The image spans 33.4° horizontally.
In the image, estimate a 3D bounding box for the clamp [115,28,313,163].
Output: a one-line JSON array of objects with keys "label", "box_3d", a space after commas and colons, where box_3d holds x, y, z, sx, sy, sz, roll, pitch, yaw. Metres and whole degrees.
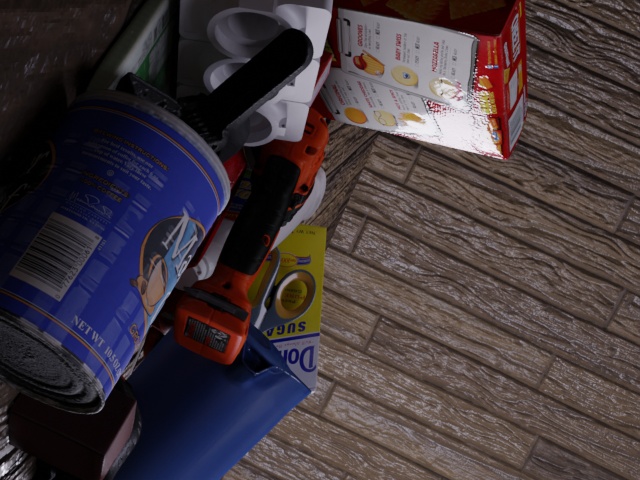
[{"label": "clamp", "box_3d": [-0.084, -0.072, 0.663, 0.120, 0.039, 0.172, -11, 161, -28]}]

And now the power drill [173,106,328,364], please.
[{"label": "power drill", "box_3d": [-0.056, 0.001, 0.854, 0.184, 0.057, 0.187, 111, 1, -68]}]

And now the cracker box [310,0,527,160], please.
[{"label": "cracker box", "box_3d": [0.076, -0.169, 0.958, 0.072, 0.214, 0.164, -62, 154, -26]}]

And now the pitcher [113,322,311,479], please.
[{"label": "pitcher", "box_3d": [-0.135, 0.171, 0.951, 0.243, 0.145, 0.149, -46, 142, -4]}]

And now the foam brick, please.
[{"label": "foam brick", "box_3d": [-0.181, 0.133, 0.782, 0.051, 0.078, 0.053, 108, 9, -48]}]

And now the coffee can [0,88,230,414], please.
[{"label": "coffee can", "box_3d": [-0.124, 0.005, 0.566, 0.140, 0.103, 0.103, -62, 175, -29]}]

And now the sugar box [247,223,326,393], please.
[{"label": "sugar box", "box_3d": [-0.047, 0.070, 1.117, 0.048, 0.093, 0.176, 153, -59, -69]}]

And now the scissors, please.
[{"label": "scissors", "box_3d": [-0.062, 0.103, 1.075, 0.016, 0.096, 0.202, 8, -95, 64]}]
